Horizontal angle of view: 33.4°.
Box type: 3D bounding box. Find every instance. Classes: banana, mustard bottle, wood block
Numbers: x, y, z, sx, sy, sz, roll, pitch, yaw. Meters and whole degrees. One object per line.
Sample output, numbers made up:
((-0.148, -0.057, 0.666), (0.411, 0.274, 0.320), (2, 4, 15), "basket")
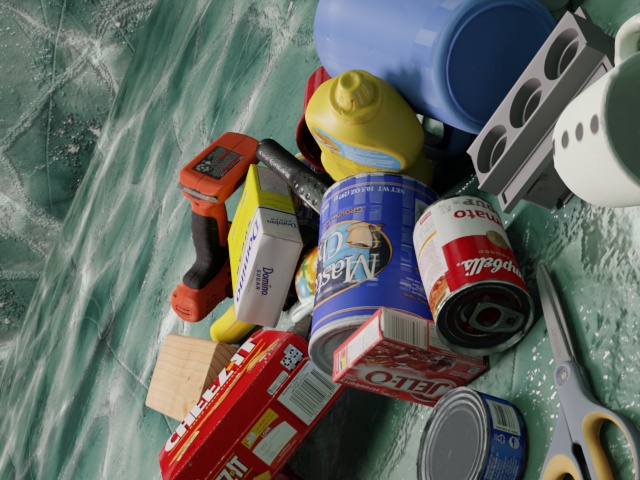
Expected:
((-0.086, 0.081, 1.245), (0.198, 0.037, 0.069), (-48, 7, 43), "banana")
((0.037, -0.086, 0.861), (0.058, 0.096, 0.191), (-63, -17, -11), "mustard bottle")
((-0.115, 0.158, 1.164), (0.206, 0.090, 0.090), (-6, 66, 68), "wood block")

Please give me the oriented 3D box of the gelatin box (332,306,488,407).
((0.064, 0.087, 0.773), (0.073, 0.089, 0.030), (-48, 31, 47), "gelatin box")

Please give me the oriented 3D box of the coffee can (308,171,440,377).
((0.046, 0.031, 0.848), (0.103, 0.102, 0.140), (-46, 32, 49), "coffee can")

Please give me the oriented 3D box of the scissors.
((0.146, 0.104, 0.655), (0.096, 0.016, 0.202), (-62, 22, 23), "scissors")

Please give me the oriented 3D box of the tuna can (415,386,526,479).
((0.100, 0.143, 0.712), (0.086, 0.033, 0.086), (-52, 28, 42), "tuna can")

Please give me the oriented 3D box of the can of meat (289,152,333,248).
((-0.019, -0.034, 1.139), (0.102, 0.057, 0.084), (-37, 42, 57), "can of meat")

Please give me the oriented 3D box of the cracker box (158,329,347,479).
((-0.067, 0.159, 0.943), (0.164, 0.072, 0.214), (-51, 6, -10), "cracker box")

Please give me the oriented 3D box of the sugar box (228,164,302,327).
((-0.057, 0.001, 1.038), (0.176, 0.048, 0.093), (-101, 27, -66), "sugar box")

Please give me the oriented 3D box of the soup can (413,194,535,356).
((0.106, 0.023, 0.755), (0.069, 0.068, 0.102), (-58, 23, 31), "soup can")

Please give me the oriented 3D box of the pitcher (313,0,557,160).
((0.095, -0.152, 0.877), (0.145, 0.149, 0.243), (-53, 25, 4), "pitcher")

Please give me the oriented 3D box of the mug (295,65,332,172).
((0.025, -0.118, 1.076), (0.081, 0.093, 0.117), (-87, -11, -48), "mug")

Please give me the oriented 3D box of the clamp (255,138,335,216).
((-0.006, -0.049, 0.998), (0.039, 0.120, 0.171), (-59, 12, 3), "clamp")

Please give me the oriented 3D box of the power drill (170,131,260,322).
((-0.100, -0.023, 1.182), (0.184, 0.057, 0.188), (-50, -27, -45), "power drill")
